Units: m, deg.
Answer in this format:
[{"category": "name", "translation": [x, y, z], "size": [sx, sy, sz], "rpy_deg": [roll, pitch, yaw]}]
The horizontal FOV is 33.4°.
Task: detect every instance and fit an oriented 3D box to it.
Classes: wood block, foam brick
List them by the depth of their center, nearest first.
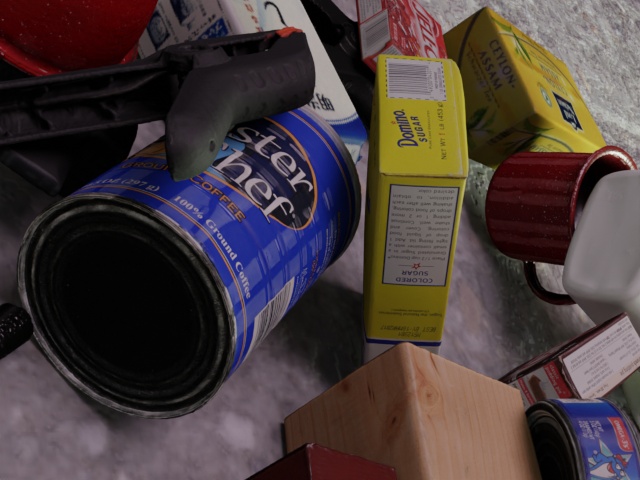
[{"category": "foam brick", "translation": [-0.008, 0.126, 0.447], "size": [0.052, 0.078, 0.051], "rpy_deg": [25, 44, -35]}, {"category": "wood block", "translation": [0.051, 0.164, 0.474], "size": [0.090, 0.090, 0.206], "rpy_deg": [25, 42, -36]}]

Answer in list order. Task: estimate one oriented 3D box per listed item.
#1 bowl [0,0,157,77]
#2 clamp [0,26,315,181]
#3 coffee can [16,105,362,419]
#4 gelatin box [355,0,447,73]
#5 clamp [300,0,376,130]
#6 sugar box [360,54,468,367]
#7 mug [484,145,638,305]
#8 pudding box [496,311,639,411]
[{"category": "bowl", "translation": [-0.119, -0.150, 0.476], "size": [0.162, 0.055, 0.162], "rpy_deg": [43, 31, -36]}, {"category": "clamp", "translation": [-0.049, -0.061, 0.447], "size": [0.120, 0.039, 0.171], "rpy_deg": [22, 34, 35]}, {"category": "coffee can", "translation": [-0.053, 0.001, 0.486], "size": [0.103, 0.103, 0.140], "rpy_deg": [50, 34, -4]}, {"category": "gelatin box", "translation": [0.059, -0.141, 0.754], "size": [0.073, 0.030, 0.089], "rpy_deg": [37, 35, -35]}, {"category": "clamp", "translation": [0.014, -0.137, 0.751], "size": [0.209, 0.036, 0.164], "rpy_deg": [32, 37, -35]}, {"category": "sugar box", "translation": [0.044, 0.002, 0.552], "size": [0.048, 0.176, 0.093], "rpy_deg": [4, 44, 0]}, {"category": "mug", "translation": [0.174, -0.011, 0.775], "size": [0.093, 0.082, 0.117], "rpy_deg": [-6, 99, -42]}, {"category": "pudding box", "translation": [0.139, 0.088, 0.647], "size": [0.113, 0.090, 0.039], "rpy_deg": [-20, 77, -54]}]
